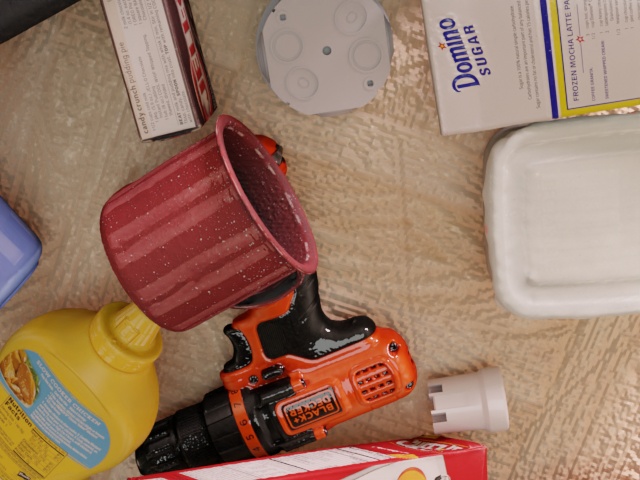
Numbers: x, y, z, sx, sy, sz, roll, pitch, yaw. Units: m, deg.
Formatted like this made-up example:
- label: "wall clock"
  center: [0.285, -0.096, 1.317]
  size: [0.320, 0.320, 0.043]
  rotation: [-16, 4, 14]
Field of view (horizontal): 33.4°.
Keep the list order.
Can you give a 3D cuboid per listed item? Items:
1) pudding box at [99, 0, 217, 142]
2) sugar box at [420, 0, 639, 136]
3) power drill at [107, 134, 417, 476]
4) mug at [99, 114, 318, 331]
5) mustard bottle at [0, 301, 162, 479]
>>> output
- label: "pudding box"
  center: [-0.090, -0.115, 0.583]
  size: [0.039, 0.090, 0.113]
  rotation: [-15, 103, 3]
- label: "sugar box"
  center: [0.145, -0.117, 0.577]
  size: [0.176, 0.048, 0.093]
  rotation: [-6, 113, 11]
- label: "power drill"
  center: [-0.055, 0.044, 0.642]
  size: [0.184, 0.057, 0.187]
  rotation: [-22, 105, 4]
- label: "mug"
  center: [-0.054, 0.001, 0.561]
  size: [0.081, 0.093, 0.117]
  rotation: [-30, 140, 14]
- label: "mustard bottle"
  center: [-0.149, 0.095, 0.618]
  size: [0.096, 0.058, 0.192]
  rotation: [46, 120, 2]
